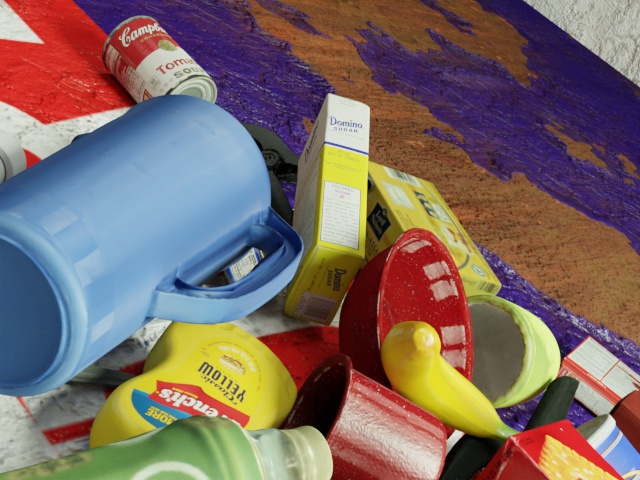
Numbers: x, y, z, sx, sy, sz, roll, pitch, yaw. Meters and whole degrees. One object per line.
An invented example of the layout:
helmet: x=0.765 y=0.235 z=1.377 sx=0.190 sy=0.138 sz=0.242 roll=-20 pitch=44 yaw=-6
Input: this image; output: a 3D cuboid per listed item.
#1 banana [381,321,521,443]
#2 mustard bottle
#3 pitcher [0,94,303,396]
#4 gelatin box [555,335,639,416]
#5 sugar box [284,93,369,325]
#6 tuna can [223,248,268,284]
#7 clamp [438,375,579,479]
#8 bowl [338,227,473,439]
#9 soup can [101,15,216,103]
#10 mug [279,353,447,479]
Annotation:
banana: x=0.079 y=0.091 z=0.706 sx=0.070 sy=0.037 sz=0.197 roll=3 pitch=-24 yaw=32
mustard bottle: x=-0.080 y=0.114 z=0.618 sx=0.096 sy=0.058 sz=0.191 roll=37 pitch=25 yaw=-2
pitcher: x=-0.123 y=0.002 z=0.656 sx=0.145 sy=0.149 sz=0.242 roll=67 pitch=25 yaw=-11
gelatin box: x=0.267 y=0.134 z=1.023 sx=0.073 sy=0.030 sz=0.089 roll=39 pitch=25 yaw=18
sugar box: x=0.007 y=-0.028 z=0.876 sx=0.048 sy=0.093 sz=0.176 roll=16 pitch=47 yaw=-9
tuna can: x=-0.055 y=0.001 z=0.830 sx=0.086 sy=0.034 sz=0.086 roll=-14 pitch=90 yaw=-82
clamp: x=0.155 y=0.170 z=0.790 sx=0.209 sy=0.036 sz=0.164 roll=7 pitch=48 yaw=-33
bowl: x=0.059 y=0.073 z=0.804 sx=0.161 sy=0.055 sz=0.162 roll=18 pitch=69 yaw=-57
soup can: x=-0.155 y=-0.160 z=1.028 sx=0.068 sy=0.069 sz=0.102 roll=-3 pitch=43 yaw=-52
mug: x=0.025 y=0.126 z=0.686 sx=0.081 sy=0.093 sz=0.117 roll=31 pitch=18 yaw=-15
